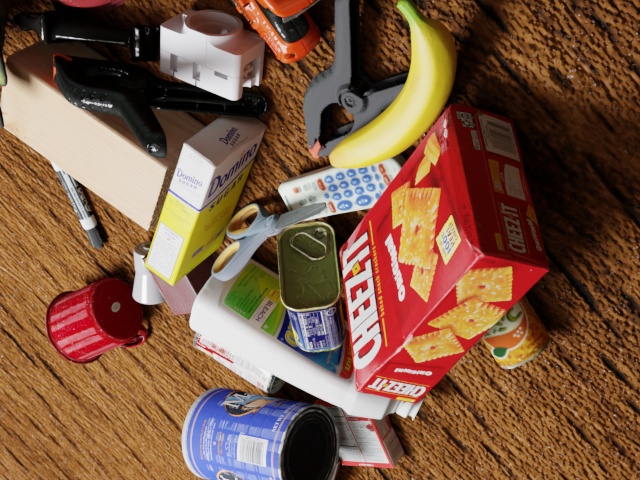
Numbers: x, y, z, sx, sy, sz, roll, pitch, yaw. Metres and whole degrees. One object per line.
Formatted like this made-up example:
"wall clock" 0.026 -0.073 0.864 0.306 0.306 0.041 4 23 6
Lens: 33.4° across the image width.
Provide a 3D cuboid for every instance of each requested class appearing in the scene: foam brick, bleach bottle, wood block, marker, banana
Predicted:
"foam brick" -0.147 0.036 1.177 0.051 0.052 0.078 -15 108 41
"bleach bottle" -0.005 0.107 1.105 0.251 0.102 0.068 28 139 9
"wood block" -0.221 -0.116 1.101 0.206 0.090 0.091 35 133 12
"marker" -0.280 -0.044 1.240 0.020 0.020 0.121 -5 116 37
"banana" 0.067 -0.118 0.892 0.069 0.037 0.198 33 138 6

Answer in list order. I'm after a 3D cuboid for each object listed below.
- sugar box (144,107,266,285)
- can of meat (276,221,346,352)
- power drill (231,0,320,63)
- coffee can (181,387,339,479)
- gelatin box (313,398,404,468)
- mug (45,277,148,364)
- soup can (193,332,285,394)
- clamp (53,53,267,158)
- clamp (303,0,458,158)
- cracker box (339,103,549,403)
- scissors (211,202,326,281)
"sugar box" -0.116 -0.043 1.073 0.048 0.093 0.176 37 134 8
"can of meat" -0.007 0.047 1.041 0.057 0.102 0.084 -8 143 3
"power drill" -0.056 -0.234 0.863 0.184 0.057 0.188 52 178 -7
"coffee can" -0.065 0.219 1.156 0.141 0.102 0.103 3 121 37
"gelatin box" 0.043 0.205 1.172 0.073 0.030 0.089 -7 115 40
"mug" -0.259 0.099 1.283 0.082 0.093 0.117 -23 135 38
"soup can" -0.079 0.115 1.170 0.102 0.068 0.069 30 132 15
"clamp" -0.176 -0.132 0.997 0.210 0.164 0.036 18 118 19
"clamp" 0.028 -0.141 0.941 0.120 0.039 0.172 47 131 -3
"cracker box" 0.094 0.014 0.911 0.072 0.164 0.214 14 138 -22
"scissors" -0.057 0.001 1.028 0.016 0.096 0.202 32 171 -22
